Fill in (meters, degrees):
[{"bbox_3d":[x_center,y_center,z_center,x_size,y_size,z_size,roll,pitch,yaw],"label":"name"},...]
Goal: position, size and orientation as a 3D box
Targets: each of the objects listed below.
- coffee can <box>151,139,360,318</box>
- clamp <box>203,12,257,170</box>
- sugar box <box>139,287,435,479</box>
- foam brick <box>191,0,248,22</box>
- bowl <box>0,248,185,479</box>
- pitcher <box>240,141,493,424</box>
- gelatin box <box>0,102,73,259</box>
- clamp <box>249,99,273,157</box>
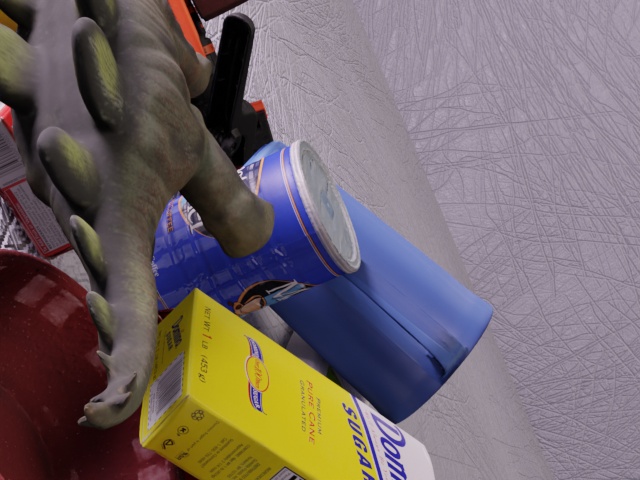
[{"bbox_3d":[-0.055,0.001,0.779,0.102,0.140,0.103,60,14,-27],"label":"coffee can"},{"bbox_3d":[-0.085,-0.094,0.892,0.036,0.164,0.210,29,0,10],"label":"clamp"},{"bbox_3d":[-0.011,0.108,0.561,0.176,0.048,0.093,34,24,-22],"label":"sugar box"},{"bbox_3d":[-0.094,-0.232,0.959,0.053,0.051,0.078,64,2,-10],"label":"foam brick"},{"bbox_3d":[-0.131,0.086,0.488,0.162,0.055,0.162,53,16,-22],"label":"bowl"},{"bbox_3d":[0.018,0.030,0.895,0.243,0.149,0.144,41,39,-2],"label":"pitcher"},{"bbox_3d":[-0.170,-0.043,0.643,0.089,0.030,0.073,62,12,-22],"label":"gelatin box"},{"bbox_3d":[-0.048,-0.064,1.044,0.171,0.039,0.120,69,-2,-60],"label":"clamp"}]
